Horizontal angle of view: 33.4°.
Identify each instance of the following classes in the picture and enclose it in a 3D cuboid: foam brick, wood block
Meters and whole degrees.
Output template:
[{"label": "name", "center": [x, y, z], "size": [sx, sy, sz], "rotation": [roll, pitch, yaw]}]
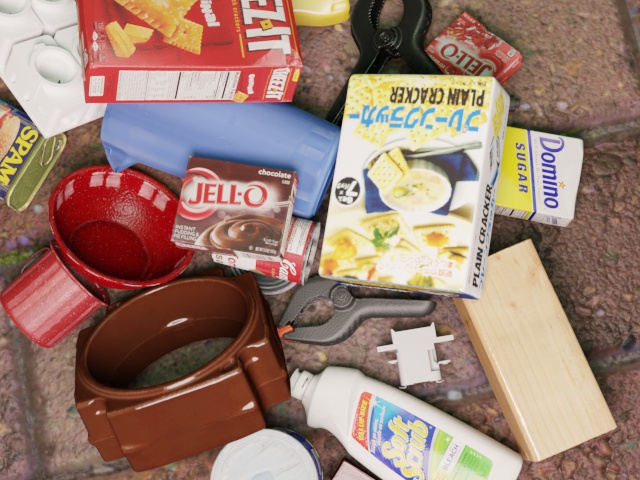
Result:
[{"label": "foam brick", "center": [0.043, 0.268, 1.106], "size": [0.078, 0.053, 0.051], "rotation": [32, 83, 7]}, {"label": "wood block", "center": [0.213, 0.115, 1.104], "size": [0.090, 0.091, 0.206], "rotation": [-23, 81, -1]}]

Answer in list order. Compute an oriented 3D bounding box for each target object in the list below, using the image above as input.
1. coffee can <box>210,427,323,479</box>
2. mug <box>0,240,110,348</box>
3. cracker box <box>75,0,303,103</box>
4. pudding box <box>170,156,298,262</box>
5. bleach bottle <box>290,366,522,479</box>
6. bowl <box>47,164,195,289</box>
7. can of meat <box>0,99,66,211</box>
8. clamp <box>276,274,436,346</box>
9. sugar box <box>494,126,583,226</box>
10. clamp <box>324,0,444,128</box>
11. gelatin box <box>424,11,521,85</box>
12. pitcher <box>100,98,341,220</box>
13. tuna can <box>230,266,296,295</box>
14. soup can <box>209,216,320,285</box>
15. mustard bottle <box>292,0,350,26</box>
[{"label": "coffee can", "center": [-0.051, 0.240, 1.070], "size": [0.103, 0.140, 0.103], "rotation": [0, 81, 2]}, {"label": "mug", "center": [-0.291, 0.053, 1.145], "size": [0.081, 0.093, 0.117], "rotation": [-41, 51, 0]}, {"label": "cracker box", "center": [-0.136, -0.224, 1.077], "size": [0.213, 0.072, 0.164], "rotation": [-3, 65, -15]}, {"label": "pudding box", "center": [-0.085, -0.030, 1.063], "size": [0.113, 0.039, 0.090], "rotation": [9, 78, 5]}, {"label": "bleach bottle", "center": [0.077, 0.210, 1.110], "size": [0.251, 0.068, 0.102], "rotation": [26, 89, 10]}, {"label": "bowl", "center": [-0.217, -0.003, 1.137], "size": [0.162, 0.055, 0.162], "rotation": [17, 46, -19]}, {"label": "can of meat", "center": [-0.346, -0.097, 1.182], "size": [0.084, 0.057, 0.102], "rotation": [29, 83, 10]}, {"label": "clamp", "center": [0.035, 0.068, 1.143], "size": [0.171, 0.039, 0.120], "rotation": [-39, 65, 2]}, {"label": "sugar box", "center": [0.191, -0.077, 1.158], "size": [0.176, 0.048, 0.093], "rotation": [9, 78, 6]}, {"label": "clamp", "center": [0.069, -0.210, 1.180], "size": [0.165, 0.036, 0.210], "rotation": [-14, 70, 21]}, {"label": "gelatin box", "center": [0.165, -0.199, 1.176], "size": [0.073, 0.030, 0.089], "rotation": [-43, 64, -4]}, {"label": "pitcher", "center": [-0.097, -0.123, 1.139], "size": [0.243, 0.149, 0.145], "rotation": [22, 44, 2]}, {"label": "tuna can", "center": [-0.056, 0.016, 1.161], "size": [0.086, 0.034, 0.086], "rotation": [0, 81, 3]}, {"label": "soup can", "center": [-0.057, 0.001, 1.110], "size": [0.102, 0.068, 0.068], "rotation": [14, 82, 5]}, {"label": "mustard bottle", "center": [-0.068, -0.275, 1.197], "size": [0.191, 0.058, 0.096], "rotation": [-12, 83, 1]}]
